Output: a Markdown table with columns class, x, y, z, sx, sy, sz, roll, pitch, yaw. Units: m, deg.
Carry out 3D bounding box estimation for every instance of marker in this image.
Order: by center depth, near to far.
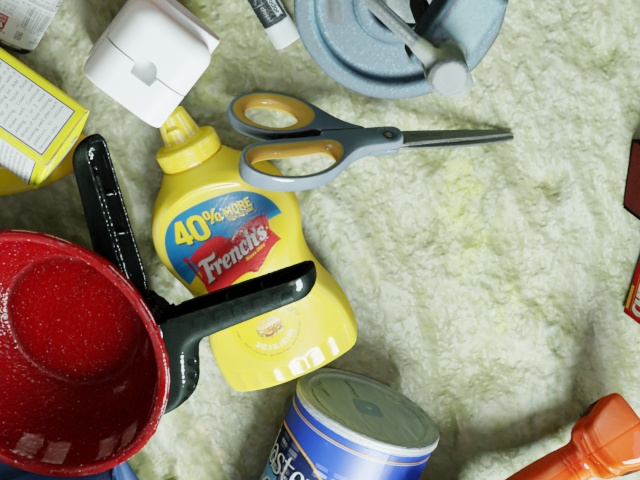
| class | x | y | z | sx | sy | sz | roll | pitch | yaw |
| --- | --- | --- | --- | --- | --- | --- | --- | --- | --- |
| marker | -0.051 | -0.173 | 0.656 | 0.020 | 0.020 | 0.121 | -32 | 110 | 2 |

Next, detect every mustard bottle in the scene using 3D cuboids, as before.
| class | x | y | z | sx | sy | sz | roll | pitch | yaw |
| --- | --- | --- | --- | --- | --- | --- | --- | --- | --- |
| mustard bottle | -0.055 | 0.001 | 0.693 | 0.096 | 0.058 | 0.191 | -22 | 110 | 11 |

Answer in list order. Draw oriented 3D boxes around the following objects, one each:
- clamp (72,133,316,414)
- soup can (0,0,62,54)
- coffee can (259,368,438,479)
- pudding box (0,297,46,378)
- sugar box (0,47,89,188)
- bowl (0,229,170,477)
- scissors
| class | x | y | z | sx | sy | sz | roll | pitch | yaw |
| --- | --- | --- | --- | --- | --- | --- | --- | --- | --- |
| clamp | -0.100 | 0.053 | 0.679 | 0.164 | 0.036 | 0.210 | 26 | 122 | 8 |
| soup can | -0.172 | -0.167 | 0.613 | 0.068 | 0.068 | 0.102 | 29 | 102 | -17 |
| coffee can | 0.008 | 0.174 | 0.737 | 0.102 | 0.103 | 0.140 | 18 | 105 | -14 |
| pudding box | -0.241 | 0.066 | 0.696 | 0.113 | 0.039 | 0.090 | 21 | 104 | -15 |
| sugar box | -0.216 | -0.100 | 0.595 | 0.176 | 0.093 | 0.048 | 38 | 74 | -11 |
| bowl | -0.160 | 0.060 | 0.644 | 0.162 | 0.055 | 0.162 | 4 | 112 | 10 |
| scissors | 0.026 | -0.075 | 0.694 | 0.201 | 0.096 | 0.016 | -17 | 142 | -33 |
